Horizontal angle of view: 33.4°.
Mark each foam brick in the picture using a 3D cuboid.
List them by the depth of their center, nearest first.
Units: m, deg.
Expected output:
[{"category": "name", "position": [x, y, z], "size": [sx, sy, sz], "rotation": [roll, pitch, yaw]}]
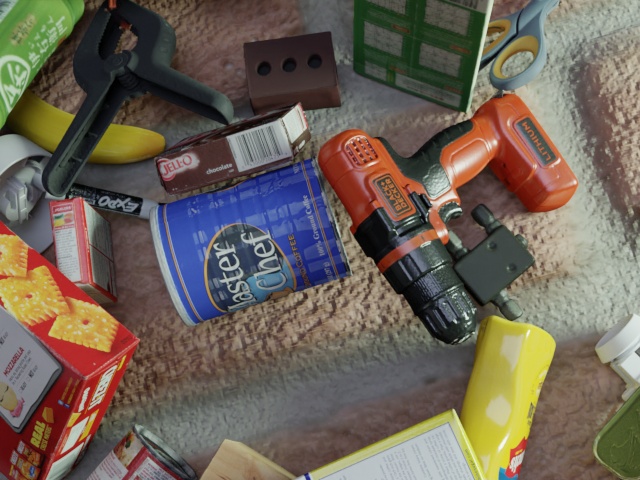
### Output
[{"category": "foam brick", "position": [-0.024, -0.142, 0.919], "size": [0.078, 0.051, 0.053], "rotation": [-8, 77, 4]}]

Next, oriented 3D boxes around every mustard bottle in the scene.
[{"category": "mustard bottle", "position": [0.129, 0.159, 0.815], "size": [0.058, 0.096, 0.191], "rotation": [13, 80, 20]}]

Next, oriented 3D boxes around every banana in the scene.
[{"category": "banana", "position": [-0.232, -0.112, 0.942], "size": [0.198, 0.037, 0.069], "rotation": [33, 84, 12]}]

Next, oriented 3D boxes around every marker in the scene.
[{"category": "marker", "position": [-0.171, -0.032, 0.905], "size": [0.121, 0.020, 0.020], "rotation": [12, 79, -16]}]

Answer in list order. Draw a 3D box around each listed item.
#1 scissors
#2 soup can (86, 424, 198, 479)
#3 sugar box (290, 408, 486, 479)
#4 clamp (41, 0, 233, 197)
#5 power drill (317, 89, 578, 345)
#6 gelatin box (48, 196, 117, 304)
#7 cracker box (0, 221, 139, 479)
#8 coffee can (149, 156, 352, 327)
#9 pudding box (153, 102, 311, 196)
[{"category": "scissors", "position": [0.197, -0.191, 0.905], "size": [0.201, 0.016, 0.096], "rotation": [-35, 44, -2]}, {"category": "soup can", "position": [-0.156, 0.207, 0.850], "size": [0.068, 0.068, 0.102], "rotation": [40, 85, 12]}, {"category": "sugar box", "position": [0.032, 0.196, 0.750], "size": [0.176, 0.048, 0.093], "rotation": [-24, 77, 5]}, {"category": "clamp", "position": [-0.152, -0.138, 0.893], "size": [0.165, 0.036, 0.210], "rotation": [-16, 49, 12]}, {"category": "power drill", "position": [0.112, -0.028, 0.837], "size": [0.187, 0.057, 0.184], "rotation": [-25, 78, -31]}, {"category": "gelatin box", "position": [-0.196, 0.011, 0.885], "size": [0.030, 0.089, 0.073], "rotation": [-9, 77, 2]}, {"category": "cracker box", "position": [-0.261, 0.077, 0.846], "size": [0.214, 0.072, 0.164], "rotation": [39, 128, 12]}, {"category": "coffee can", "position": [-0.056, 0.001, 0.865], "size": [0.140, 0.103, 0.103], "rotation": [-17, 77, 2]}, {"category": "pudding box", "position": [-0.070, -0.076, 0.879], "size": [0.113, 0.090, 0.039], "rotation": [-14, 104, 13]}]
